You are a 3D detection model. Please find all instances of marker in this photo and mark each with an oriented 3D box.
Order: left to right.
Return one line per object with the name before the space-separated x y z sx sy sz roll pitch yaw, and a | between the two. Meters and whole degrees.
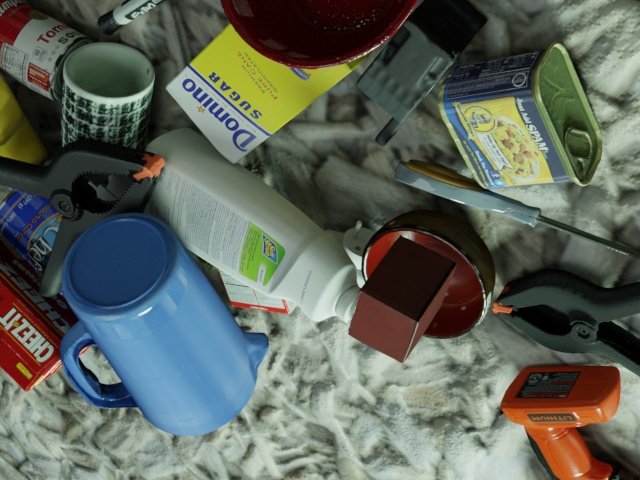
marker | -0.155 -0.206 0.925 0.121 0.020 0.020 -17 111 43

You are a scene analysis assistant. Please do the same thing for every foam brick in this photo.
foam brick | 0.063 0.045 0.829 0.051 0.078 0.053 27 134 13

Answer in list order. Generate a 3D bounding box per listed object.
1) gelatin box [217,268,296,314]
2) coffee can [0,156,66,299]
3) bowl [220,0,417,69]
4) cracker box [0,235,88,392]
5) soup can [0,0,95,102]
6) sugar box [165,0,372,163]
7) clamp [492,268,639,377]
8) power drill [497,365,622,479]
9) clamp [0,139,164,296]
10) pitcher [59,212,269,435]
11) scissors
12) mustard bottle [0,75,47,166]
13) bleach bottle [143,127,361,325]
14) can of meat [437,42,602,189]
gelatin box | -0.063 0.025 1.032 0.073 0.030 0.089 5 126 34
coffee can | -0.252 -0.002 1.092 0.140 0.102 0.103 45 137 -3
bowl | 0.009 -0.197 0.758 0.162 0.055 0.162 -1 86 21
cracker box | -0.311 0.059 1.118 0.164 0.213 0.072 44 94 -1
soup can | -0.268 -0.179 0.991 0.102 0.068 0.069 29 135 13
sugar box | -0.047 -0.140 0.880 0.093 0.048 0.177 49 135 -7
clamp | 0.220 0.056 0.846 0.172 0.039 0.120 18 130 24
power drill | 0.248 0.196 0.922 0.185 0.057 0.187 -8 118 39
clamp | -0.234 -0.045 0.974 0.210 0.036 0.164 -25 110 32
pitcher | -0.158 0.083 0.998 0.145 0.149 0.243 22 156 24
scissors | 0.149 -0.028 0.837 0.201 0.096 0.016 17 103 -12
mustard bottle | -0.320 -0.108 1.057 0.096 0.058 0.191 30 162 14
bleach bottle | -0.056 0.001 0.941 0.251 0.067 0.103 36 134 27
can of meat | 0.144 -0.085 0.771 0.084 0.057 0.102 -4 130 40
